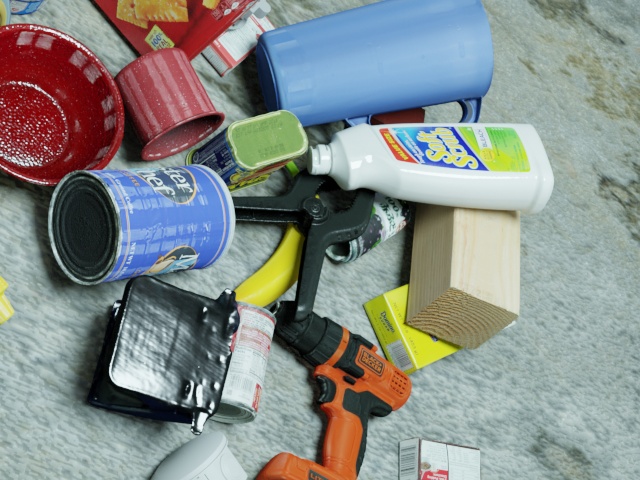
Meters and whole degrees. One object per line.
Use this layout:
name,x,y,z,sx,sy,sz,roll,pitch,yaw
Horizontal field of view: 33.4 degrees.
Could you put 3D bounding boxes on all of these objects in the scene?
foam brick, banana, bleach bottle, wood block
foam brick,0.077,-0.142,1.258,0.078,0.053,0.051,28,58,-25
banana,-0.039,0.006,1.131,0.069,0.037,0.197,23,57,-5
bleach bottle,0.111,-0.078,1.126,0.250,0.068,0.102,-1,53,-14
wood block,0.162,0.004,1.190,0.090,0.091,0.206,23,50,-18

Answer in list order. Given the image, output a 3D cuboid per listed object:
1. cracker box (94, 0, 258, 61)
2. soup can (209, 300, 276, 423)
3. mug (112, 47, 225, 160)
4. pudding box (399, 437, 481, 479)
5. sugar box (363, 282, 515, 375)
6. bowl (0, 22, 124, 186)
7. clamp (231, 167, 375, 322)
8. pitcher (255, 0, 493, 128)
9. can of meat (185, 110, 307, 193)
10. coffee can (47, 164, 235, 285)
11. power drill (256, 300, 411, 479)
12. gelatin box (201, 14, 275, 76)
cracker box,-0.167,-0.290,1.064,0.213,0.164,0.072,49,42,-11
soup can,-0.085,0.118,1.031,0.068,0.069,0.102,25,60,-26
mug,-0.152,-0.136,1.066,0.081,0.093,0.117,62,7,7
pudding box,0.130,0.274,1.145,0.089,0.039,0.113,16,65,-31
sugar box,0.140,0.084,1.220,0.175,0.048,0.093,-19,82,-37
bowl,-0.268,-0.118,0.998,0.161,0.055,0.162,14,65,-32
clamp,-0.007,-0.014,1.106,0.209,0.036,0.165,-28,72,-32
pitcher,0.060,-0.187,1.170,0.242,0.145,0.149,-14,51,-10
can of meat,-0.075,-0.091,1.109,0.101,0.084,0.057,-21,86,-39
coffee can,-0.164,-0.017,0.987,0.140,0.103,0.103,-8,77,-49
power drill,0.001,0.172,1.079,0.184,0.057,0.187,35,56,-21
gelatin box,-0.101,-0.235,1.181,0.073,0.030,0.089,49,52,-9
